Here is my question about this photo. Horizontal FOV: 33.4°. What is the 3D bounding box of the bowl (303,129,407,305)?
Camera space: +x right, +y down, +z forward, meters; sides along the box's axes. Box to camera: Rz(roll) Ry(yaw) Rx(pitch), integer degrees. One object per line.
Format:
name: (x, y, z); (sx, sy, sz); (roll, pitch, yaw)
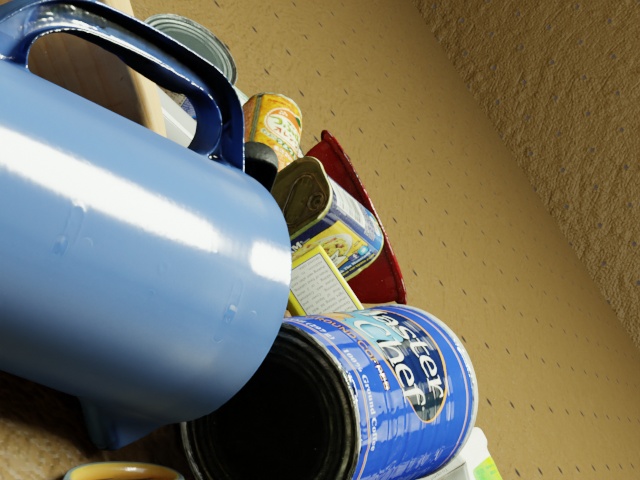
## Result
bowl: (0.013, -0.008, 0.886); (0.162, 0.055, 0.162); (156, -90, -85)

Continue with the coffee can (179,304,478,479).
coffee can: (0.009, 0.088, 0.563); (0.140, 0.103, 0.103); (1, 55, -59)

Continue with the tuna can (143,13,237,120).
tuna can: (-0.111, -0.137, 0.844); (0.086, 0.034, 0.086); (23, 42, -23)

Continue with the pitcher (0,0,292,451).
pitcher: (-0.130, -0.020, 0.447); (0.242, 0.145, 0.149); (29, 33, -48)

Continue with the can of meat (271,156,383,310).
can of meat: (-0.015, -0.001, 0.775); (0.083, 0.102, 0.057); (38, 23, -47)
